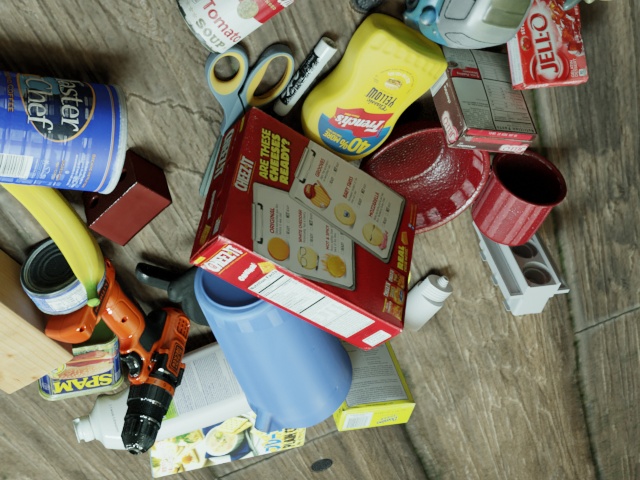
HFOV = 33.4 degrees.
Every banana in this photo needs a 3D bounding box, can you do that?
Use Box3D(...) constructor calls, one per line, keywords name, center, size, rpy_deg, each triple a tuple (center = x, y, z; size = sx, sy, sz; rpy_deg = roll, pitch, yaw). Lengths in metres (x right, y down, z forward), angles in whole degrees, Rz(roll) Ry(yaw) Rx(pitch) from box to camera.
Box3D(name="banana", center=(-0.270, -0.027, 1.058), size=(0.037, 0.069, 0.197), rpy_deg=(-34, 107, 5))

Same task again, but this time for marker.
Box3D(name="marker", center=(-0.024, -0.153, 1.074), size=(0.020, 0.020, 0.121), rpy_deg=(16, 128, -36))

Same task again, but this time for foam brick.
Box3D(name="foam brick", center=(-0.200, -0.043, 1.097), size=(0.078, 0.053, 0.051), rpy_deg=(-40, 136, 20))

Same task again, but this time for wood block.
Box3D(name="wood block", center=(-0.360, 0.066, 1.121), size=(0.090, 0.091, 0.206), rpy_deg=(-29, 139, 9))

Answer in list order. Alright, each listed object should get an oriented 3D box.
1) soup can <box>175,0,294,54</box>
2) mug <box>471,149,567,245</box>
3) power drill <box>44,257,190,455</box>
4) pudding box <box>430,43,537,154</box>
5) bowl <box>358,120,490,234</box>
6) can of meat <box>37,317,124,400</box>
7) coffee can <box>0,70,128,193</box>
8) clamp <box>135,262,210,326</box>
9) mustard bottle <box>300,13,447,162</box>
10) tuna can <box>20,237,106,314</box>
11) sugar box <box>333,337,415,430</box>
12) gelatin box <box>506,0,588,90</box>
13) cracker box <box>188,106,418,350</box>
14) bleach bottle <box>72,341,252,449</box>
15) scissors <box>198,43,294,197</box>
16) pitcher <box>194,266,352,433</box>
Box3D(name="soup can", center=(-0.069, -0.220, 0.944), size=(0.102, 0.068, 0.068), rpy_deg=(-33, 139, 15))
Box3D(name="mug", center=(0.216, -0.052, 1.246), size=(0.117, 0.093, 0.082), rpy_deg=(23, 136, -1))
Box3D(name="power drill", center=(-0.223, 0.122, 1.189), size=(0.057, 0.184, 0.187), rpy_deg=(-10, 139, 26))
Box3D(name="pudding box", center=(0.162, -0.144, 1.089), size=(0.089, 0.113, 0.039), rpy_deg=(4, 149, -26))
Box3D(name="bowl", center=(0.103, -0.079, 1.183), size=(0.162, 0.055, 0.162), rpy_deg=(-12, 139, -11))
Box3D(name="can of meat", center=(-0.286, 0.135, 1.258), size=(0.102, 0.057, 0.084), rpy_deg=(-8, 136, -15))
Box3D(name="coffee can", center=(-0.258, -0.099, 0.971), size=(0.140, 0.103, 0.103), rpy_deg=(4, 134, -27))
Box3D(name="clamp", center=(-0.142, 0.054, 1.240), size=(0.120, 0.039, 0.171), rpy_deg=(-18, 136, -5))
Box3D(name="mustard bottle", center=(0.036, -0.136, 1.089), size=(0.096, 0.058, 0.192), rpy_deg=(19, 127, -33))
Box3D(name="tuna can", center=(-0.272, 0.034, 1.127), size=(0.086, 0.086, 0.033), rpy_deg=(-23, 137, 2))
Box3D(name="sugar box", center=(0.042, 0.147, 1.315), size=(0.093, 0.176, 0.048), rpy_deg=(-3, 135, -19))
Box3D(name="gelatin box", center=(0.228, -0.200, 1.080), size=(0.073, 0.089, 0.030), rpy_deg=(-7, 180, -15))
Box3D(name="cracker box", center=(-0.011, -0.008, 1.059), size=(0.213, 0.164, 0.072), rpy_deg=(28, 141, -22))
Box3D(name="bleach bottle", center=(-0.178, 0.187, 1.305), size=(0.250, 0.102, 0.068), rpy_deg=(-16, 154, -14))
Box3D(name="scissors", center=(-0.103, -0.125, 1.076), size=(0.096, 0.016, 0.202), rpy_deg=(20, 126, -36))
Box3D(name="pitcher", center=(-0.048, 0.091, 1.182), size=(0.145, 0.149, 0.243), rpy_deg=(-19, 142, 2))
